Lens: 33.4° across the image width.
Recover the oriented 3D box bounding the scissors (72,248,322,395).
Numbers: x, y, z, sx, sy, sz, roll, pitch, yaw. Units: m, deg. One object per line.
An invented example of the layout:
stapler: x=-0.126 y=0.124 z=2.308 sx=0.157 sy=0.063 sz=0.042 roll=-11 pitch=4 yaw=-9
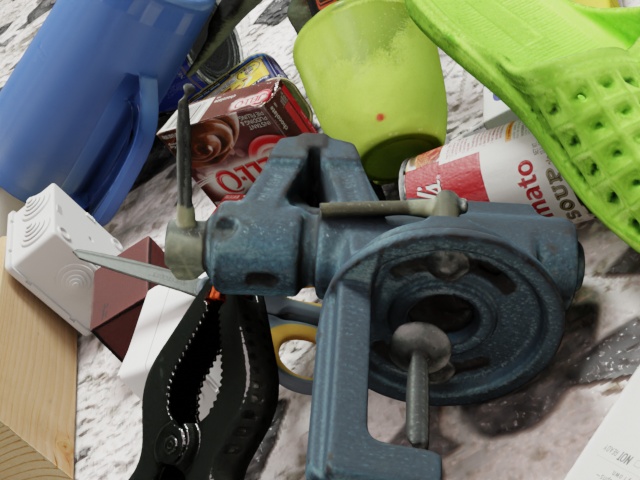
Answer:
scissors: x=-0.060 y=0.046 z=0.640 sx=0.202 sy=0.016 sz=0.096 roll=4 pitch=46 yaw=3

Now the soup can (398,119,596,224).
soup can: x=0.106 y=-0.031 z=0.623 sx=0.102 sy=0.068 sz=0.068 roll=-18 pitch=37 yaw=28

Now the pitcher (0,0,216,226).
pitcher: x=-0.187 y=-0.138 z=0.918 sx=0.243 sy=0.149 sz=0.145 roll=-51 pitch=9 yaw=31

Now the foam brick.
foam brick: x=-0.130 y=0.046 z=0.772 sx=0.053 sy=0.051 sz=0.078 roll=-31 pitch=32 yaw=12

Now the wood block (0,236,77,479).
wood block: x=-0.239 y=0.101 z=0.774 sx=0.090 sy=0.090 sz=0.206 roll=-33 pitch=32 yaw=9

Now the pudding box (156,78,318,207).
pudding box: x=-0.054 y=-0.069 z=0.808 sx=0.114 sy=0.090 sz=0.039 roll=-7 pitch=41 yaw=40

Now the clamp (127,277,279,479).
clamp: x=-0.063 y=0.120 z=0.574 sx=0.165 sy=0.036 sz=0.210 roll=8 pitch=76 yaw=45

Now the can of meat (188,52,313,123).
can of meat: x=-0.065 y=-0.106 z=0.899 sx=0.102 sy=0.057 sz=0.084 roll=-34 pitch=30 yaw=4

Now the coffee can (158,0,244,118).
coffee can: x=-0.160 y=-0.171 z=1.031 sx=0.141 sy=0.102 sz=0.102 roll=-16 pitch=37 yaw=30
